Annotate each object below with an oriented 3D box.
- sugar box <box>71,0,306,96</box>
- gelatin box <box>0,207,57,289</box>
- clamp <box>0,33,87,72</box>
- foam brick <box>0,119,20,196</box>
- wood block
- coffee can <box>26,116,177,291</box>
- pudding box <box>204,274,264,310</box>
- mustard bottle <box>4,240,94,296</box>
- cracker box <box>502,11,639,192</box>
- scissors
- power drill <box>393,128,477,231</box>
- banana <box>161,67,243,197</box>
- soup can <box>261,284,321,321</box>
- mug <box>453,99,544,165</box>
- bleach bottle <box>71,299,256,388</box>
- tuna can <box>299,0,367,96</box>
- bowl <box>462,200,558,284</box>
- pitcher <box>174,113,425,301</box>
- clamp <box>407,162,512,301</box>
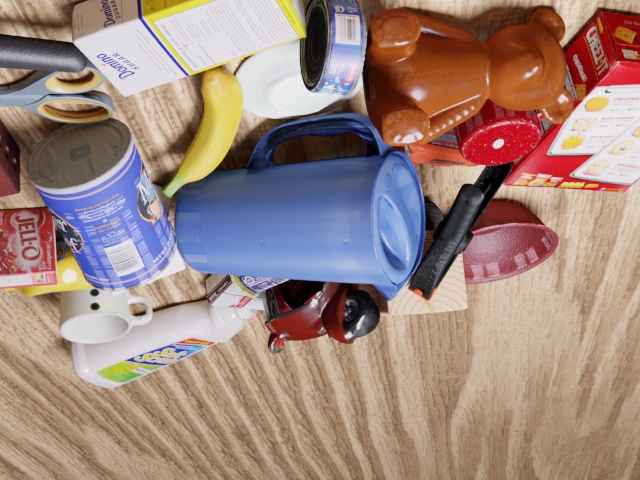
[{"bbox_3d":[-0.108,-0.183,0.891,0.176,0.048,0.093,-13,153,14],"label":"sugar box"},{"bbox_3d":[-0.319,0.007,1.137,0.073,0.089,0.030,-4,144,-12],"label":"gelatin box"},{"bbox_3d":[-0.318,-0.147,0.859,0.165,0.036,0.209,-26,152,31],"label":"clamp"},{"bbox_3d":[-0.321,-0.080,1.010,0.051,0.053,0.078,-10,153,1],"label":"foam brick"},{"bbox_3d":[0.097,0.041,1.253,0.090,0.091,0.206,-4,177,-9],"label":"wood block"},{"bbox_3d":[-0.209,-0.034,1.036,0.103,0.103,0.140,-12,133,5],"label":"coffee can"},{"bbox_3d":[-0.078,0.052,1.359,0.113,0.039,0.090,6,146,-33],"label":"pudding box"},{"bbox_3d":[-0.280,0.027,1.195,0.191,0.096,0.058,-7,108,-3],"label":"mustard bottle"},{"bbox_3d":[0.298,-0.134,1.089,0.164,0.072,0.214,2,150,-23],"label":"cracker box"},{"bbox_3d":[-0.279,-0.139,0.951,0.201,0.016,0.096,5,148,-26],"label":"scissors"},{"bbox_3d":[0.098,-0.065,1.171,0.184,0.057,0.188,5,149,-33],"label":"power drill"},{"bbox_3d":[-0.103,-0.109,1.019,0.037,0.069,0.198,35,144,4],"label":"banana"},{"bbox_3d":[-0.014,0.070,1.312,0.102,0.068,0.069,-12,154,-17],"label":"soup can"},{"bbox_3d":[0.179,-0.131,1.043,0.117,0.081,0.093,-19,151,17],"label":"mug"},{"bbox_3d":[-0.205,0.126,1.437,0.251,0.068,0.102,-22,151,18],"label":"bleach bottle"},{"bbox_3d":[0.009,-0.168,0.913,0.033,0.086,0.086,1,151,-18],"label":"tuna can"},{"bbox_3d":[0.209,-0.004,1.325,0.162,0.055,0.162,-8,153,-4],"label":"bowl"},{"bbox_3d":[-0.025,-0.030,1.086,0.243,0.149,0.145,0,152,27],"label":"pitcher"},{"bbox_3d":[0.144,-0.013,1.105,0.120,0.039,0.172,-35,159,-47],"label":"clamp"}]
